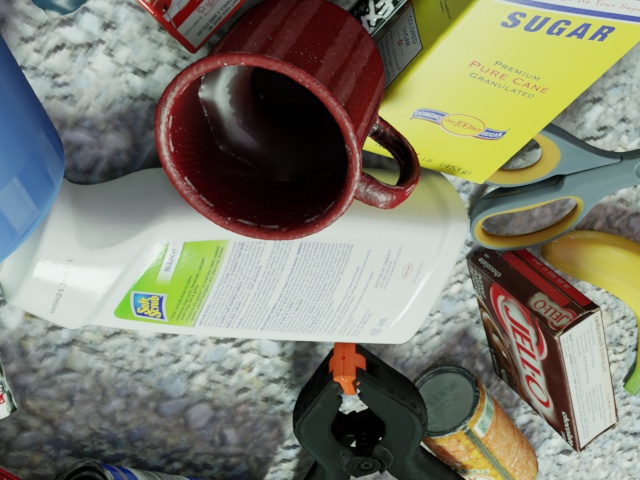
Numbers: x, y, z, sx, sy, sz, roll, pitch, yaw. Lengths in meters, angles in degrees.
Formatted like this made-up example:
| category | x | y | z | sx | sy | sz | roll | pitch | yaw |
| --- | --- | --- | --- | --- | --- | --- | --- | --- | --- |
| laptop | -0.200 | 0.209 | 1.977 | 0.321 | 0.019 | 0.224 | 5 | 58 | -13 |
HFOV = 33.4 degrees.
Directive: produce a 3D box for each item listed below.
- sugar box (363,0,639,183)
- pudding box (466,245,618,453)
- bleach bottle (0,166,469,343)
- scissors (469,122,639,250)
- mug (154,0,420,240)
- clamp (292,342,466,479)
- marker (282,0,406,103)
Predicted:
| category | x | y | z | sx | sy | sz | roll | pitch | yaw |
| --- | --- | --- | --- | --- | --- | --- | --- | --- | --- |
| sugar box | 0.093 | -0.100 | 0.510 | 0.093 | 0.048 | 0.177 | 12 | 144 | -29 |
| pudding box | 0.139 | 0.064 | 0.665 | 0.039 | 0.090 | 0.113 | -31 | 130 | -10 |
| bleach bottle | -0.053 | 0.001 | 0.533 | 0.250 | 0.068 | 0.103 | 5 | 123 | -30 |
| scissors | 0.168 | -0.054 | 0.599 | 0.202 | 0.016 | 0.096 | -26 | 119 | 24 |
| mug | -0.007 | -0.055 | 0.486 | 0.117 | 0.081 | 0.093 | 27 | 129 | -2 |
| clamp | 0.037 | 0.125 | 0.643 | 0.120 | 0.039 | 0.171 | -5 | 137 | -3 |
| marker | 0.024 | -0.109 | 0.504 | 0.020 | 0.020 | 0.121 | 16 | 136 | -36 |
